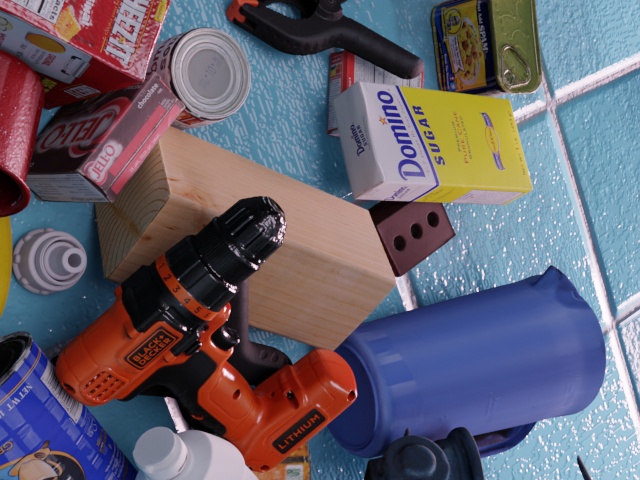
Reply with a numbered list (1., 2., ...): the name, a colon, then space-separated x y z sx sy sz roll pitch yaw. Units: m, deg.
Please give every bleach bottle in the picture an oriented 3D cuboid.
1. bleach bottle: -0.072 0.215 0.749 0.102 0.068 0.250 -47 139 -21

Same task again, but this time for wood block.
1. wood block: -0.056 0.002 0.810 0.205 0.090 0.091 21 34 -33

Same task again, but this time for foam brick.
1. foam brick: 0.069 -0.007 0.942 0.078 0.051 0.053 -35 108 -31

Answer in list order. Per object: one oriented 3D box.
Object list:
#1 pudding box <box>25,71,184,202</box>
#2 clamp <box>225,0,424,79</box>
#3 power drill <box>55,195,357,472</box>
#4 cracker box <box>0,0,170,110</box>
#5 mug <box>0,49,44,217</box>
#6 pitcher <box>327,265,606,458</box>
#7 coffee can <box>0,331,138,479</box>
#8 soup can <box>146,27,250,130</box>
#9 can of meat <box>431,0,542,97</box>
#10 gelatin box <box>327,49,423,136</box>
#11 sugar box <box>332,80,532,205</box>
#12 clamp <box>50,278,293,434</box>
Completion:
1. pudding box: -0.157 -0.070 0.744 0.039 0.114 0.090 47 63 -28
2. clamp: 0.009 -0.183 0.895 0.171 0.039 0.120 -13 68 -25
3. power drill: -0.057 0.071 0.729 0.184 0.057 0.187 -39 129 11
4. cracker box: -0.224 -0.165 0.668 0.213 0.164 0.072 25 76 -32
5. mug: -0.229 -0.075 0.665 0.117 0.093 0.081 33 53 -43
6. pitcher: 0.119 0.121 0.937 0.242 0.145 0.149 -9 76 -32
7. coffee can: -0.195 0.147 0.716 0.102 0.103 0.140 -44 113 -28
8. soup can: -0.106 -0.116 0.790 0.068 0.102 0.068 1 88 -35
9. can of meat: 0.152 -0.181 0.987 0.057 0.084 0.102 -8 93 -36
10. gelatin box: 0.049 -0.124 0.946 0.089 0.030 0.073 6 83 -35
11. sugar box: 0.099 -0.081 0.919 0.175 0.048 0.093 1 70 -38
12. clamp: -0.073 0.092 0.802 0.165 0.036 0.209 -38 133 14
